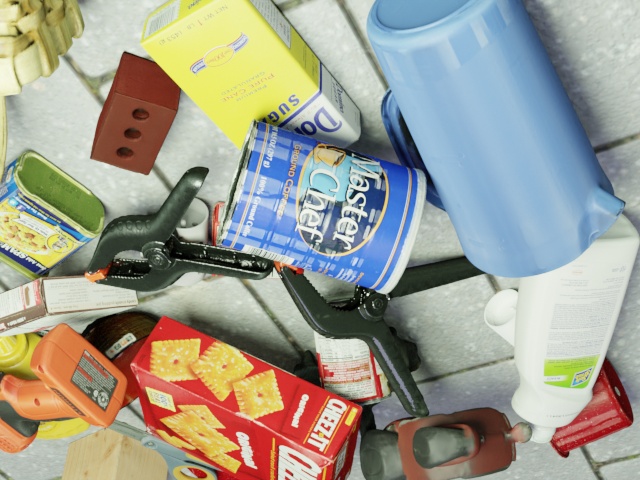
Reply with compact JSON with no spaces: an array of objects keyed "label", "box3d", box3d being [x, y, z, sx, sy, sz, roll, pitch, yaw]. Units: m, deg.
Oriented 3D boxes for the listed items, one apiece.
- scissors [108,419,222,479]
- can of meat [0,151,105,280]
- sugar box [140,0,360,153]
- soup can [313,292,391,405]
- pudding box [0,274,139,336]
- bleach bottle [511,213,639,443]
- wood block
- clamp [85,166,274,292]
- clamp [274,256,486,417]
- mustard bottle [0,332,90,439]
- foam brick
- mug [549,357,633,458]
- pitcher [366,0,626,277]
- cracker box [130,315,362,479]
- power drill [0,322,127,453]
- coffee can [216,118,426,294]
[{"label":"scissors","box3d":[-0.182,0.229,1.162,0.201,0.016,0.096,16,134,-13]},{"label":"can of meat","box3d":[-0.256,-0.021,0.951,0.084,0.057,0.102,-33,128,27]},{"label":"sugar box","box3d":[-0.051,-0.127,0.845,0.093,0.048,0.176,-24,130,24]},{"label":"soup can","box3d":[0.029,0.104,1.034,0.068,0.068,0.102,-7,92,8]},{"label":"pudding box","box3d":[-0.241,0.058,0.998,0.090,0.039,0.113,-20,171,36]},{"label":"bleach bottle","box3d":[0.223,0.090,1.010,0.102,0.068,0.251,-1,123,-10]},{"label":"wood block","box3d":[-0.242,0.325,1.205,0.090,0.206,0.090,-24,131,24]},{"label":"clamp","box3d":[-0.127,0.010,0.930,0.172,0.039,0.120,-24,115,33]},{"label":"clamp","box3d":[0.055,0.049,0.985,0.209,0.036,0.164,32,84,-19]},{"label":"mustard bottle","box3d":[-0.302,0.142,1.101,0.096,0.058,0.191,2,146,6]},{"label":"foam brick","box3d":[-0.150,-0.102,0.868,0.053,0.051,0.078,16,134,-16]},{"label":"mug","box3d":[0.269,0.160,1.120,0.082,0.093,0.117,-28,93,20]},{"label":"pitcher","box3d":[0.122,-0.096,0.827,0.149,0.145,0.242,-26,128,10]},{"label":"cracker box","box3d":[-0.074,0.179,1.048,0.214,0.072,0.164,24,149,13]},{"label":"power drill","box3d":[-0.286,0.126,0.979,0.188,0.057,0.184,-12,134,34]},{"label":"coffee can","box3d":[0.000,-0.026,0.836,0.140,0.102,0.103,17,134,-8]}]
